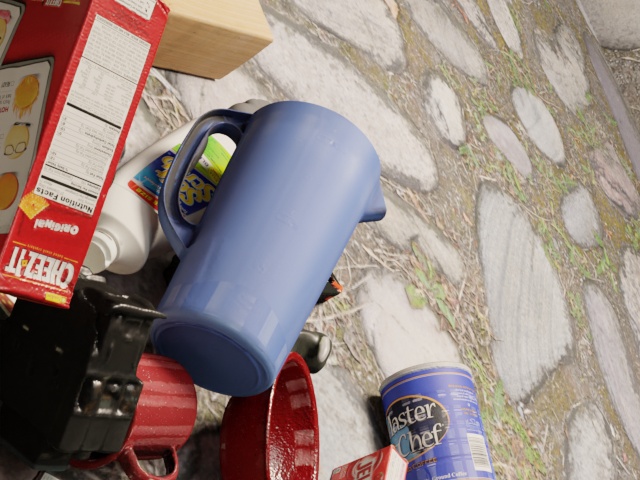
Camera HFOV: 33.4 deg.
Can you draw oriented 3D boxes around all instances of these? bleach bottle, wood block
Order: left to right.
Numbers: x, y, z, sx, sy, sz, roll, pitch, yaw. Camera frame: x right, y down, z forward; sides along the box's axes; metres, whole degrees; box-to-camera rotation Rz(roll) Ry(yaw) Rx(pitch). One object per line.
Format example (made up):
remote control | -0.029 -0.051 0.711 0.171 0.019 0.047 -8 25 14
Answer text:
bleach bottle | -0.141 -0.029 0.953 0.102 0.068 0.250 50 28 -8
wood block | -0.154 -0.238 1.102 0.205 0.090 0.091 0 65 -56

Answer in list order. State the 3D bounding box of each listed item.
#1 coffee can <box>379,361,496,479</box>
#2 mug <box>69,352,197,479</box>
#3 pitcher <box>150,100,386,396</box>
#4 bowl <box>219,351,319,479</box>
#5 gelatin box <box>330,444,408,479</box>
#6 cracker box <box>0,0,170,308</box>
coffee can | 0.125 0.213 1.132 0.102 0.103 0.140 25 45 -46
mug | -0.141 0.133 0.799 0.081 0.093 0.117 17 35 -57
pitcher | -0.056 0.001 0.897 0.242 0.149 0.145 -65 144 -37
bowl | -0.046 0.177 0.911 0.162 0.055 0.162 -2 90 -76
gelatin box | 0.040 0.242 1.006 0.030 0.073 0.089 49 32 -21
cracker box | -0.204 -0.076 0.721 0.072 0.164 0.213 23 83 -48
